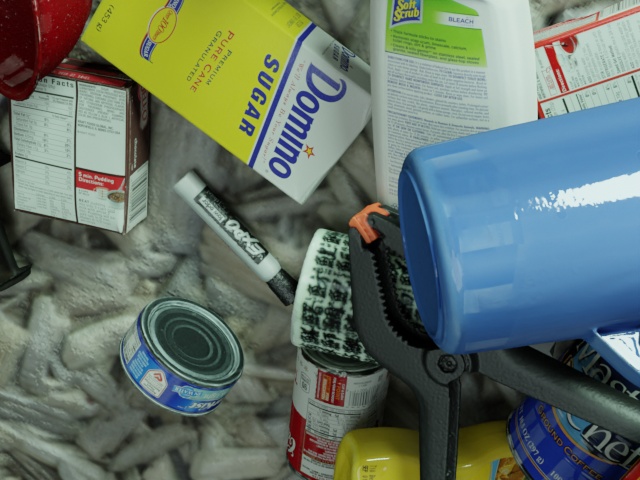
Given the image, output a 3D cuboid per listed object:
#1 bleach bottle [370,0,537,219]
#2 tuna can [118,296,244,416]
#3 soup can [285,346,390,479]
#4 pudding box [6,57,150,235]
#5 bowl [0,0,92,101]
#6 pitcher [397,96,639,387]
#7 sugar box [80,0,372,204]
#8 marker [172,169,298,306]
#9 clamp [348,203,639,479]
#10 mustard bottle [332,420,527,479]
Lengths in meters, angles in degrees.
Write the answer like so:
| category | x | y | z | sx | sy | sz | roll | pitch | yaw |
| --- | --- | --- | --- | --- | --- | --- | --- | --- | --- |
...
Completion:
| category | x | y | z | sx | sy | sz | roll | pitch | yaw |
| --- | --- | --- | --- | --- | --- | --- | --- | --- | --- |
| bleach bottle | 0.078 | -0.105 | 0.586 | 0.103 | 0.068 | 0.251 | 10 | 133 | 17 |
| tuna can | -0.097 | 0.081 | 0.759 | 0.086 | 0.086 | 0.034 | 36 | 119 | -3 |
| soup can | 0.013 | 0.115 | 0.752 | 0.068 | 0.068 | 0.102 | 12 | 119 | 11 |
| pudding box | -0.166 | -0.066 | 0.732 | 0.090 | 0.039 | 0.113 | 13 | 118 | 11 |
| bowl | -0.184 | -0.170 | 0.649 | 0.162 | 0.055 | 0.162 | 36 | 137 | 42 |
| pitcher | 0.170 | -0.004 | 0.545 | 0.242 | 0.149 | 0.145 | -10 | 118 | -4 |
| sugar box | -0.053 | -0.111 | 0.669 | 0.176 | 0.048 | 0.093 | 37 | 121 | -2 |
| marker | -0.055 | 0.001 | 0.743 | 0.020 | 0.020 | 0.121 | -38 | 101 | 29 |
| clamp | 0.076 | 0.076 | 0.633 | 0.165 | 0.036 | 0.210 | -40 | 88 | 26 |
| mustard bottle | 0.106 | 0.167 | 0.728 | 0.191 | 0.058 | 0.096 | -2 | 121 | -12 |
